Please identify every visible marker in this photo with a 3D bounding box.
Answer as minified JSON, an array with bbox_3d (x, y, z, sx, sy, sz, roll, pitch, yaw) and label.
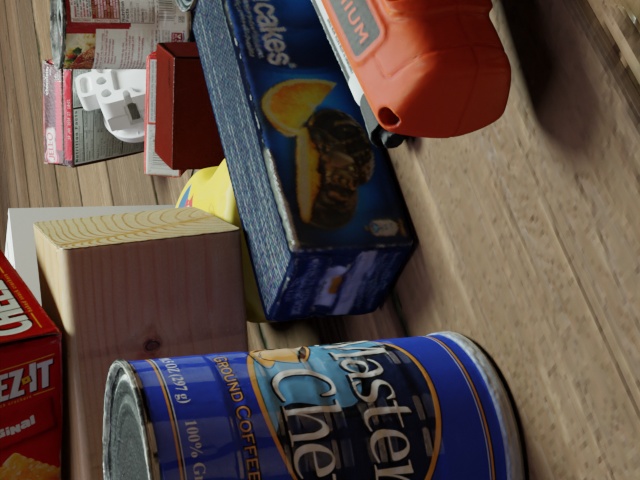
[{"bbox_3d":[0.017,-0.088,0.505,0.020,0.020,0.121,109,150,-45],"label":"marker"}]

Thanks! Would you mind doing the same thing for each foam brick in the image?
[{"bbox_3d":[-0.081,-0.091,0.717,0.053,0.051,0.078,-135,46,-60],"label":"foam brick"}]

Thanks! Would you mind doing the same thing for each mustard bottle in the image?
[{"bbox_3d":[-0.055,0.001,0.651,0.192,0.058,0.096,170,92,-70],"label":"mustard bottle"}]

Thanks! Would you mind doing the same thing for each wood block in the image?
[{"bbox_3d":[-0.089,0.093,0.558,0.090,0.090,0.206,-158,63,-65],"label":"wood block"}]

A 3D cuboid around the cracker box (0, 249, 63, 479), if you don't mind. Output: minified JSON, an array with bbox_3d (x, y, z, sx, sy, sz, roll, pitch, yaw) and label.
[{"bbox_3d":[-0.199,0.097,0.582,0.164,0.071,0.214,41,134,41],"label":"cracker box"}]

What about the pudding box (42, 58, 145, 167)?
[{"bbox_3d":[-0.197,-0.117,0.947,0.039,0.113,0.090,12,107,28],"label":"pudding box"}]

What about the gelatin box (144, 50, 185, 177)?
[{"bbox_3d":[-0.106,-0.097,0.782,0.073,0.030,0.089,-74,-11,-74],"label":"gelatin box"}]

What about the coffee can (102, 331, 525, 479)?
[{"bbox_3d":[-0.007,0.092,0.418,0.103,0.140,0.103,177,90,-70],"label":"coffee can"}]

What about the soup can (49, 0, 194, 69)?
[{"bbox_3d":[-0.156,-0.168,0.835,0.069,0.102,0.068,177,90,-70],"label":"soup can"}]
